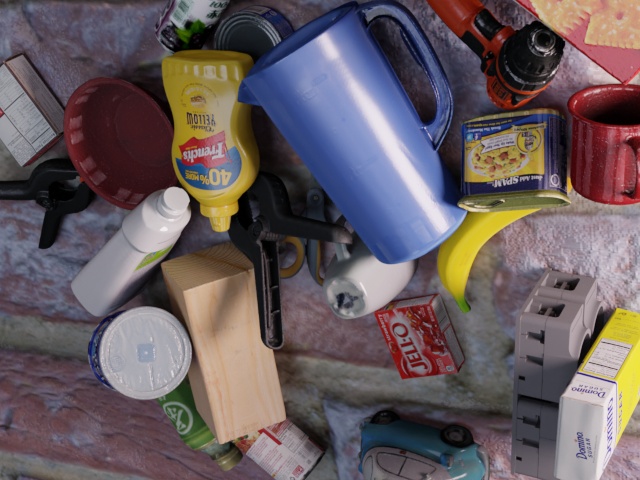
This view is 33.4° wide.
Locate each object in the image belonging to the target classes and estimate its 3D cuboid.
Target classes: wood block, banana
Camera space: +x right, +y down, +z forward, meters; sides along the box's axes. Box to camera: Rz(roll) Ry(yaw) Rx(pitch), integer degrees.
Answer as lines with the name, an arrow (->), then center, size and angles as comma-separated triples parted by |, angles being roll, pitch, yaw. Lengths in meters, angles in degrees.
wood block -> -0.111, 0.119, 1.248 | 0.091, 0.090, 0.206 | -139, 35, -59
banana -> 0.171, -0.009, 1.078 | 0.069, 0.037, 0.198 | 27, 129, -8

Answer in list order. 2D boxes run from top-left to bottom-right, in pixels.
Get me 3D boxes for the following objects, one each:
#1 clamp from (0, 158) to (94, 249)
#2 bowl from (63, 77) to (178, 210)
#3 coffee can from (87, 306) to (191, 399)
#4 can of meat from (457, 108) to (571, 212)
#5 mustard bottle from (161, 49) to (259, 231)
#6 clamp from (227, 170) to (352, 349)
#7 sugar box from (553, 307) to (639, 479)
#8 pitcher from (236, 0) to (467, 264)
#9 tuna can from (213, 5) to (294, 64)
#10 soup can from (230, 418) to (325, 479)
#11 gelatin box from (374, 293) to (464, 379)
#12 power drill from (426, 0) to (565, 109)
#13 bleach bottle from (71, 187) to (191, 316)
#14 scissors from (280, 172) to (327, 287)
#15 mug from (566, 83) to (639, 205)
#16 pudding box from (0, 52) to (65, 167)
clamp -> -0.336, -0.049, 1.339 | 0.172, 0.039, 0.120 | -16, 134, 29
bowl -> -0.215, -0.118, 1.227 | 0.162, 0.055, 0.162 | 13, 121, 23
coffee can -> -0.213, 0.130, 1.241 | 0.103, 0.102, 0.140 | 55, 163, -6
can of meat -> 0.181, -0.074, 1.003 | 0.102, 0.057, 0.084 | -4, 80, 31
mustard bottle -> -0.112, -0.101, 1.123 | 0.096, 0.058, 0.192 | 6, 114, 21
clamp -> -0.058, 0.001, 1.144 | 0.210, 0.036, 0.165 | 49, 121, 40
sugar box -> 0.270, 0.145, 1.011 | 0.048, 0.176, 0.093 | 11, 120, 25
pitcher -> 0.049, -0.104, 1.036 | 0.242, 0.144, 0.149 | 55, 154, -16
tuna can -> -0.066, -0.200, 1.112 | 0.086, 0.033, 0.086 | 13, 121, 23
soup can -> -0.052, 0.255, 1.323 | 0.102, 0.068, 0.069 | 39, 128, 5
gelatin box -> 0.109, 0.107, 1.176 | 0.073, 0.030, 0.089 | -12, 108, 34
power drill -> 0.132, -0.201, 0.925 | 0.057, 0.184, 0.187 | -38, 86, -3
bleach bottle -> -0.204, 0.003, 1.220 | 0.068, 0.102, 0.251 | 50, 142, 1
scissors -> -0.023, -0.037, 1.164 | 0.096, 0.016, 0.202 | -11, 113, 1
mug -> 0.266, -0.078, 0.939 | 0.093, 0.117, 0.081 | -8, 121, -4
pudding box -> -0.364, -0.158, 1.303 | 0.090, 0.039, 0.113 | -30, 100, 37
